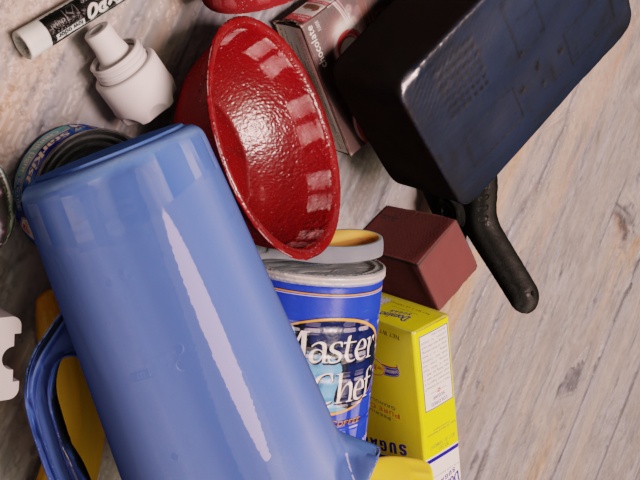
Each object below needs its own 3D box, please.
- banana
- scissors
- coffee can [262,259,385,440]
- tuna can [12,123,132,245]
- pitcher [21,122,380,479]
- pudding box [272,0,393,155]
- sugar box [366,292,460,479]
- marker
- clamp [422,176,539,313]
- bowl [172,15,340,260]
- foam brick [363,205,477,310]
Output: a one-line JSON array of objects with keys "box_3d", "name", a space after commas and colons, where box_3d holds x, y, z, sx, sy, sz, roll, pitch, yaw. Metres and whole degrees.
[{"box_3d": [-0.169, 0.130, 0.679, 0.069, 0.037, 0.198, 14, 92, -44], "name": "banana"}, {"box_3d": [-0.055, 0.001, 0.731, 0.201, 0.096, 0.016, -1, 106, -23], "name": "scissors"}, {"box_3d": [-0.012, 0.081, 0.761, 0.102, 0.103, 0.140, -4, 104, -41], "name": "coffee can"}, {"box_3d": [-0.145, -0.029, 0.660, 0.085, 0.034, 0.086, -12, 110, -39], "name": "tuna can"}, {"box_3d": [-0.086, 0.066, 0.611, 0.149, 0.145, 0.243, -29, 104, -36], "name": "pitcher"}, {"box_3d": [0.024, -0.133, 0.778, 0.090, 0.039, 0.113, -42, 126, -25], "name": "pudding box"}, {"box_3d": [0.061, 0.133, 0.845, 0.048, 0.093, 0.176, -20, 114, -36], "name": "sugar box"}, {"box_3d": [-0.133, -0.148, 0.649, 0.121, 0.020, 0.020, -40, 124, -27], "name": "marker"}, {"box_3d": [0.121, -0.019, 0.844, 0.039, 0.120, 0.171, -24, 112, -36], "name": "clamp"}, {"box_3d": [-0.048, -0.060, 0.695, 0.162, 0.055, 0.162, 40, 43, -51], "name": "bowl"}, {"box_3d": [0.073, 0.012, 0.833, 0.053, 0.078, 0.051, -45, 125, -23], "name": "foam brick"}]
